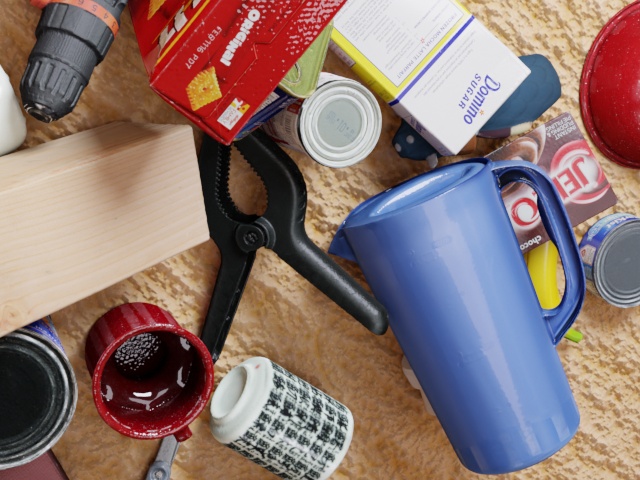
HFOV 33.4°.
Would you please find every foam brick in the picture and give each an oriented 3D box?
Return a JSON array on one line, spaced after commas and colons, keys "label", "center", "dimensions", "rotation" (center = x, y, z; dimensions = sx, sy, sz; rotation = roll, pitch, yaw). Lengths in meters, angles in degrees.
[{"label": "foam brick", "center": [-0.230, 0.189, 0.840], "dimensions": [0.051, 0.053, 0.078], "rotation": [-28, 114, -12]}]

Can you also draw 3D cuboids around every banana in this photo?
[{"label": "banana", "center": [0.208, 0.006, 0.972], "dimensions": [0.069, 0.037, 0.198], "rotation": [-16, 112, -37]}]

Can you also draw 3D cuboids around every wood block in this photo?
[{"label": "wood block", "center": [-0.182, -0.013, 0.730], "dimensions": [0.205, 0.090, 0.091], "rotation": [-28, 118, -47]}]

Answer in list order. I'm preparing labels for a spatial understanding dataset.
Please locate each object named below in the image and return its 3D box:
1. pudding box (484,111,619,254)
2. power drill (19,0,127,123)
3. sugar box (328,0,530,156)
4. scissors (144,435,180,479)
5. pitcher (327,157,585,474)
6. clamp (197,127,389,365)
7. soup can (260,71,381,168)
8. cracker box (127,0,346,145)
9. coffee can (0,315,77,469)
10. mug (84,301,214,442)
[{"label": "pudding box", "center": [0.185, -0.045, 0.918], "dimensions": [0.113, 0.039, 0.090], "rotation": [-29, 90, 4]}, {"label": "power drill", "center": [-0.215, -0.192, 0.712], "dimensions": [0.187, 0.057, 0.184], "rotation": [28, 66, -26]}, {"label": "sugar box", "center": [0.069, -0.158, 0.839], "dimensions": [0.176, 0.048, 0.093], "rotation": [43, 87, -8]}, {"label": "scissors", "center": [-0.155, 0.200, 0.890], "dimensions": [0.096, 0.016, 0.202], "rotation": [5, 90, -6]}, {"label": "pitcher", "center": [0.129, 0.059, 0.868], "dimensions": [0.144, 0.149, 0.243], "rotation": [-31, 102, -32]}, {"label": "clamp", "center": [-0.056, 0.001, 0.846], "dimensions": [0.165, 0.036, 0.210], "rotation": [-20, 99, 20]}, {"label": "soup can", "center": [-0.003, -0.097, 0.823], "dimensions": [0.068, 0.102, 0.068], "rotation": [-5, 106, -20]}, {"label": "cracker box", "center": [-0.052, -0.180, 0.703], "dimensions": [0.072, 0.214, 0.164], "rotation": [34, 104, -27]}, {"label": "coffee can", "center": [-0.235, 0.087, 0.761], "dimensions": [0.102, 0.140, 0.103], "rotation": [-6, 106, -20]}, {"label": "mug", "center": [-0.133, 0.106, 0.838], "dimensions": [0.093, 0.082, 0.117], "rotation": [-32, 113, -11]}]
